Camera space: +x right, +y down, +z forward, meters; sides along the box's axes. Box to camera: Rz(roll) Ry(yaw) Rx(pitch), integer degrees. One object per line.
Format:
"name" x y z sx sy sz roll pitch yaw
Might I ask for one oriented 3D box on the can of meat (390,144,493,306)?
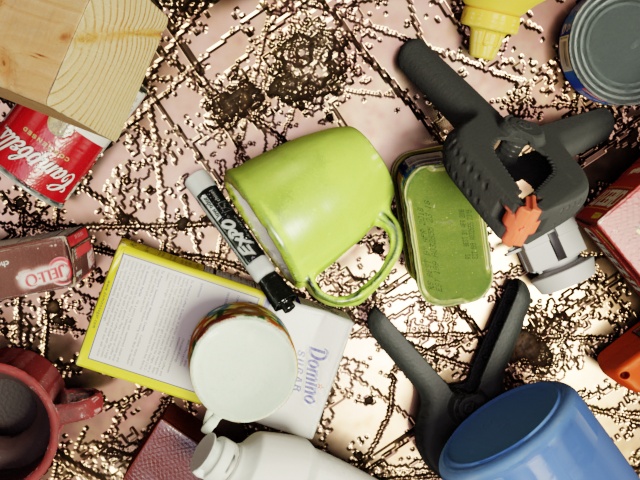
"can of meat" 0.084 -0.011 0.739 0.057 0.084 0.102 -9 100 3

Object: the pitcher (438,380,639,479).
"pitcher" 0.178 0.226 0.724 0.145 0.149 0.243 -29 100 29

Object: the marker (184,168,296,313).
"marker" -0.055 0.001 0.745 0.020 0.020 0.121 -37 73 1

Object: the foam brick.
"foam brick" -0.094 0.162 0.767 0.078 0.051 0.053 34 94 -6

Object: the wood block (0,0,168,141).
"wood block" -0.215 -0.145 0.666 0.206 0.090 0.090 22 86 18

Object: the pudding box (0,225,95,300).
"pudding box" -0.216 0.019 0.725 0.113 0.090 0.039 -9 95 -2

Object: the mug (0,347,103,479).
"mug" -0.209 0.119 0.740 0.117 0.081 0.093 -11 97 -2

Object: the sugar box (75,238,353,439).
"sugar box" -0.074 0.070 0.762 0.176 0.048 0.093 20 94 -9

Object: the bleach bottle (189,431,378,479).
"bleach bottle" 0.015 0.212 0.743 0.250 0.068 0.102 34 89 -20

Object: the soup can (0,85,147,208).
"soup can" -0.174 -0.082 0.728 0.068 0.068 0.102 37 92 -7

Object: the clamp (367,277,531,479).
"clamp" 0.094 0.113 0.780 0.120 0.039 0.171 -1 96 -2

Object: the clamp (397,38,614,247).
"clamp" 0.116 -0.066 0.694 0.164 0.209 0.036 22 123 1
